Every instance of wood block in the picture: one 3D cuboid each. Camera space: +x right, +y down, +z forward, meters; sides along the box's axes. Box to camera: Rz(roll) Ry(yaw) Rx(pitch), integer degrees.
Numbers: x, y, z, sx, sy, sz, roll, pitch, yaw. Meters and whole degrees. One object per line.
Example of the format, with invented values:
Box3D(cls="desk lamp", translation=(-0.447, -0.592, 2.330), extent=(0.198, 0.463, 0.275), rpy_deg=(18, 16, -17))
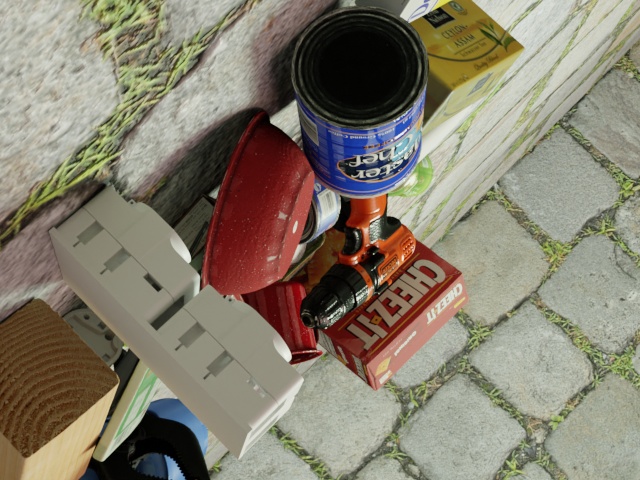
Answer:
Box3D(cls="wood block", translation=(-0.230, 0.144, 0.829), extent=(0.090, 0.091, 0.206), rpy_deg=(-40, 169, -34))

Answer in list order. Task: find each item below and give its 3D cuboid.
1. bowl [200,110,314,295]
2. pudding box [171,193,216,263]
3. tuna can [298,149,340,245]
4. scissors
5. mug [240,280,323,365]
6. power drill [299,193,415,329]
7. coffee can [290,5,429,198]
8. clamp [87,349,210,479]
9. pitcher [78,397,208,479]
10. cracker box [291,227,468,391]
Box3D(cls="bowl", translation=(-0.044, -0.020, 0.865), extent=(0.162, 0.055, 0.162), rpy_deg=(18, 89, -84))
Box3D(cls="pudding box", translation=(-0.117, 0.014, 0.946), extent=(0.113, 0.039, 0.090), rpy_deg=(-49, 168, 3))
Box3D(cls="tuna can", translation=(-0.025, -0.039, 0.978), extent=(0.033, 0.086, 0.086), rpy_deg=(-36, 167, -40))
Box3D(cls="scissors", translation=(-0.145, 0.079, 0.873), extent=(0.202, 0.016, 0.096), rpy_deg=(-58, -176, 36))
Box3D(cls="mug", translation=(-0.043, 0.093, 1.169), extent=(0.093, 0.081, 0.117), rpy_deg=(-23, 163, 38))
Box3D(cls="power drill", translation=(0.030, -0.021, 1.100), extent=(0.184, 0.057, 0.188), rpy_deg=(-41, 134, -43))
Box3D(cls="coffee can", translation=(0.032, -0.106, 0.847), extent=(0.102, 0.103, 0.140), rpy_deg=(-44, 164, -11))
Box3D(cls="clamp", translation=(-0.173, 0.179, 0.976), extent=(0.164, 0.210, 0.036), rpy_deg=(-47, 147, -40))
Box3D(cls="pitcher", translation=(-0.226, 0.276, 1.328), extent=(0.149, 0.145, 0.242), rpy_deg=(-16, 178, 8))
Box3D(cls="cracker box", translation=(0.044, 0.052, 1.289), extent=(0.164, 0.214, 0.072), rpy_deg=(-43, 145, -15))
